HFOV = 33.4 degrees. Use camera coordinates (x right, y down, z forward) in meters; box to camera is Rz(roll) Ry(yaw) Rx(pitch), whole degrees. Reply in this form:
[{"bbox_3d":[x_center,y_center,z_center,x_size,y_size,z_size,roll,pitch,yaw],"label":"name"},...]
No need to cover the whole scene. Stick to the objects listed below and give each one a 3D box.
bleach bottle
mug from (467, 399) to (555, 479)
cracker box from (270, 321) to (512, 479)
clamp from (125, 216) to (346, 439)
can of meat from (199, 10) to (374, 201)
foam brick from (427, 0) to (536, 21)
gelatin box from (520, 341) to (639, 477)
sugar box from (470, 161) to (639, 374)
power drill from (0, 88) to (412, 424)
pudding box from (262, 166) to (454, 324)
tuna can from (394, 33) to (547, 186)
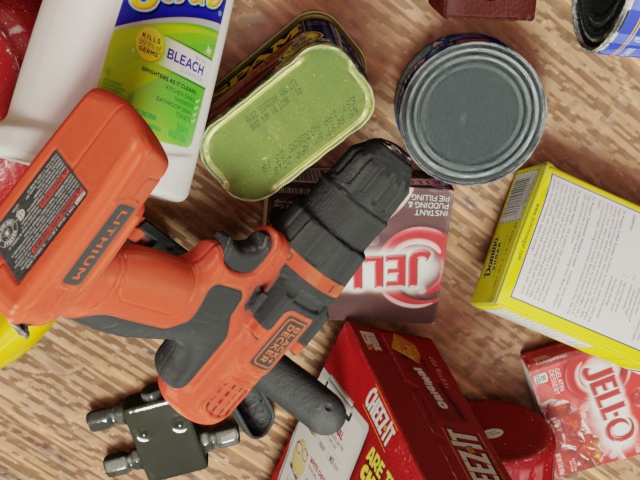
[{"bbox_3d":[-0.084,-0.151,0.534,0.102,0.068,0.251,16,86,-49],"label":"bleach bottle"},{"bbox_3d":[0.098,0.153,0.692,0.117,0.093,0.081,15,117,34],"label":"mug"},{"bbox_3d":[0.027,0.184,0.640,0.072,0.164,0.214,12,118,-25],"label":"cracker box"},{"bbox_3d":[-0.057,0.058,0.637,0.171,0.120,0.039,52,57,-18],"label":"clamp"},{"bbox_3d":[-0.020,-0.074,0.594,0.102,0.084,0.057,-37,109,11],"label":"can of meat"},{"bbox_3d":[0.091,-0.163,0.583,0.053,0.051,0.078,1,111,-4],"label":"foam brick"},{"bbox_3d":[0.179,0.105,0.705,0.073,0.030,0.089,-17,112,3],"label":"gelatin box"},{"bbox_3d":[0.189,0.029,0.652,0.176,0.048,0.093,24,81,-14],"label":"sugar box"},{"bbox_3d":[-0.053,0.001,0.515,0.184,0.057,0.187,-51,140,7],"label":"power drill"},{"bbox_3d":[0.020,0.002,0.650,0.113,0.039,0.090,3,112,-4],"label":"pudding box"},{"bbox_3d":[0.087,-0.077,0.626,0.086,0.034,0.086,-1,111,-3],"label":"tuna can"}]
